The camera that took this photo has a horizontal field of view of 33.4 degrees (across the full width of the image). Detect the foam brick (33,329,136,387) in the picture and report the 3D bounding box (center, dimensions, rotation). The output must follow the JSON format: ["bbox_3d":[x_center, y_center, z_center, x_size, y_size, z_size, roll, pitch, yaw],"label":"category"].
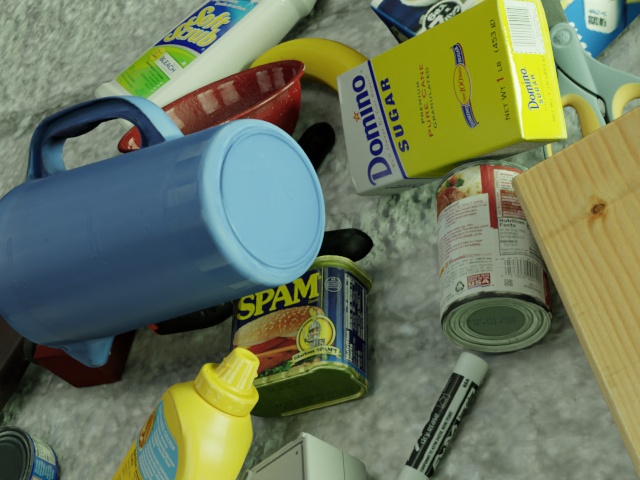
[{"bbox_3d":[-0.187,0.072,0.865,0.051,0.053,0.078,-10,54,33],"label":"foam brick"}]

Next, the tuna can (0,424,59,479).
[{"bbox_3d":[-0.247,0.191,0.836,0.086,0.033,0.086,-21,48,25],"label":"tuna can"}]

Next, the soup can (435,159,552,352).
[{"bbox_3d":[0.107,0.010,0.666,0.069,0.068,0.102,-19,50,27],"label":"soup can"}]

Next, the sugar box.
[{"bbox_3d":[0.080,-0.091,0.713,0.177,0.048,0.093,-17,79,53],"label":"sugar box"}]

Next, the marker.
[{"bbox_3d":[0.067,0.124,0.647,0.020,0.020,0.121,16,70,44],"label":"marker"}]

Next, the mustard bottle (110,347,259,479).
[{"bbox_3d":[-0.094,0.151,0.687,0.192,0.058,0.096,-59,26,13],"label":"mustard bottle"}]

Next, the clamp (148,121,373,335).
[{"bbox_3d":[-0.055,0.001,0.824,0.210,0.036,0.164,-31,35,20],"label":"clamp"}]

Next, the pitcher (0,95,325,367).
[{"bbox_3d":[-0.120,-0.014,0.741,0.243,0.149,0.145,-15,42,41],"label":"pitcher"}]

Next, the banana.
[{"bbox_3d":[0.003,-0.133,0.883,0.198,0.037,0.069,20,90,46],"label":"banana"}]

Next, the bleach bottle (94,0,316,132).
[{"bbox_3d":[-0.087,-0.188,0.977,0.251,0.068,0.103,-45,43,-1],"label":"bleach bottle"}]

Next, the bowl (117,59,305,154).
[{"bbox_3d":[-0.077,-0.085,0.849,0.162,0.055,0.162,-21,20,8],"label":"bowl"}]

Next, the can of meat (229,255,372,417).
[{"bbox_3d":[-0.015,0.068,0.728,0.102,0.057,0.084,-19,52,28],"label":"can of meat"}]
